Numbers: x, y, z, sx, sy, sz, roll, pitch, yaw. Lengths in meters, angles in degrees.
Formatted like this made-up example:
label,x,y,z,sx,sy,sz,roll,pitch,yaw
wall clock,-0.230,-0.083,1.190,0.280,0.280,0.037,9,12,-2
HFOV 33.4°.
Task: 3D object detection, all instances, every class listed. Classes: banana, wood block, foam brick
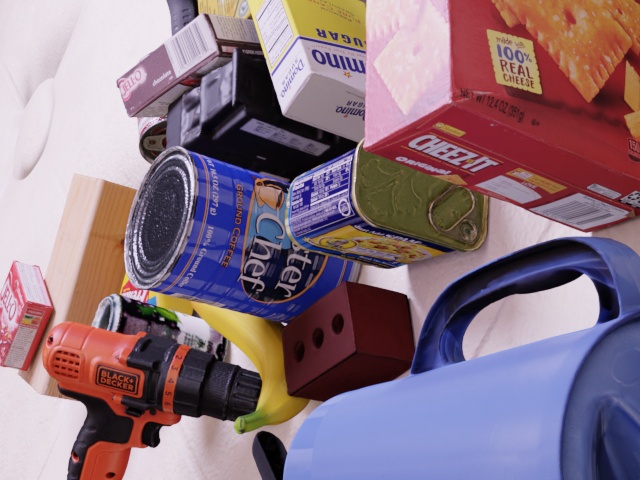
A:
label,x,y,z,sx,sy,sz,roll,pitch,yaw
banana,-0.046,0.082,0.786,0.198,0.069,0.037,-127,52,-63
wood block,-0.214,0.048,1.037,0.090,0.090,0.206,13,87,59
foam brick,0.018,0.070,0.707,0.078,0.051,0.053,-40,45,42

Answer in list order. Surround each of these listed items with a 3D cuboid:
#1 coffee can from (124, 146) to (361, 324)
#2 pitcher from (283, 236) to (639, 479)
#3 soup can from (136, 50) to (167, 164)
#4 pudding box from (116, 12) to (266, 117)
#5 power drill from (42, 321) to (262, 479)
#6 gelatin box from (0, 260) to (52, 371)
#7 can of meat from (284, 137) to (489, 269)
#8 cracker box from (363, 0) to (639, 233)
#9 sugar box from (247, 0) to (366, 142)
label,x,y,z,sx,sy,sz,roll,pitch,yaw
coffee can,-0.055,0.001,0.767,0.103,0.140,0.103,-31,51,48
pitcher,0.084,0.106,0.521,0.243,0.145,0.149,-21,27,55
soup can,-0.145,-0.128,1.032,0.069,0.068,0.102,-47,40,36
pudding box,-0.093,-0.136,0.852,0.114,0.089,0.039,-26,79,37
power drill,-0.133,0.164,0.834,0.057,0.184,0.188,-53,-24,-70
gelatin box,-0.291,0.071,1.031,0.073,0.030,0.089,-64,32,16
can of meat,0.040,-0.019,0.669,0.084,0.101,0.057,-21,60,55
cracker box,0.105,-0.129,0.556,0.072,0.163,0.213,-23,57,49
sugar box,0.001,-0.149,0.793,0.048,0.093,0.176,-53,38,30
